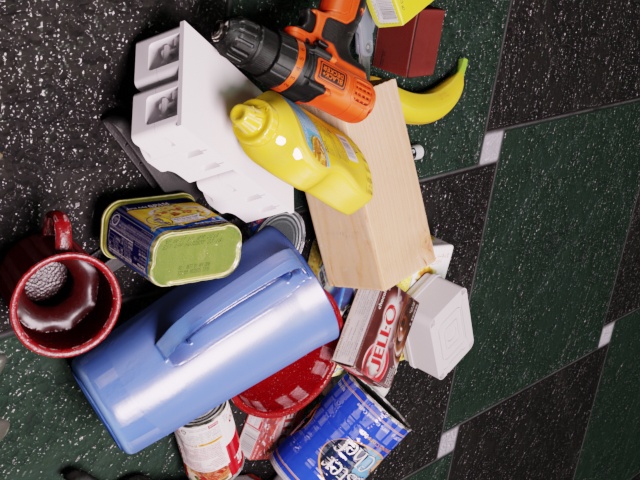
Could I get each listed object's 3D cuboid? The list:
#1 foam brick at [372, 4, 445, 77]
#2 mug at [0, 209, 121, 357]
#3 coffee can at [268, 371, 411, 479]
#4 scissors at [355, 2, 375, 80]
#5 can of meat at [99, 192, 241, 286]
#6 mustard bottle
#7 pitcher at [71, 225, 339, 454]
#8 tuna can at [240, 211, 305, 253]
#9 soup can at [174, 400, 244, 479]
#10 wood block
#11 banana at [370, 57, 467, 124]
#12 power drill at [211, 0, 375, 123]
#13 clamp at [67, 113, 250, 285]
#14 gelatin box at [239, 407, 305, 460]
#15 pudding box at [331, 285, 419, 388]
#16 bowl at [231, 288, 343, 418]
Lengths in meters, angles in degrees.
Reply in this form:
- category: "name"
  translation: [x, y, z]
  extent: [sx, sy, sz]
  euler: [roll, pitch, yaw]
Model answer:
- category: "foam brick"
  translation: [0.099, -0.228, 1.198]
  extent: [0.051, 0.053, 0.078]
  euler: [-16, 123, -45]
- category: "mug"
  translation: [-0.227, 0.031, 0.911]
  extent: [0.093, 0.082, 0.117]
  euler: [-6, 111, -27]
- category: "coffee can"
  translation: [0.023, 0.239, 1.259]
  extent: [0.140, 0.103, 0.102]
  euler: [-47, 143, 2]
- category: "scissors"
  translation: [0.058, -0.227, 1.164]
  extent: [0.096, 0.016, 0.202]
  euler: [-41, 132, -35]
- category: "can of meat"
  translation: [-0.133, -0.001, 0.964]
  extent: [0.101, 0.084, 0.057]
  euler: [-9, 116, -40]
- category: "mustard bottle"
  translation: [-0.023, -0.087, 0.979]
  extent: [0.058, 0.096, 0.191]
  euler: [-34, 154, 18]
- category: "pitcher"
  translation: [-0.112, 0.095, 1.028]
  extent: [0.242, 0.145, 0.149]
  euler: [-32, 121, -16]
- category: "tuna can"
  translation: [-0.058, 0.001, 1.156]
  extent: [0.085, 0.034, 0.086]
  euler: [-28, 131, -39]
- category: "soup can"
  translation: [-0.126, 0.211, 1.167]
  extent: [0.068, 0.069, 0.102]
  euler: [-38, 136, -31]
- category: "wood block"
  translation: [0.043, -0.060, 1.143]
  extent: [0.090, 0.090, 0.206]
  euler: [-28, 111, -40]
- category: "banana"
  translation: [0.113, -0.171, 1.267]
  extent: [0.197, 0.037, 0.069]
  euler: [-20, 101, -46]
- category: "power drill"
  translation: [-0.012, -0.222, 1.008]
  extent: [0.184, 0.057, 0.187]
  euler: [23, 73, -39]
- category: "clamp"
  translation: [-0.143, -0.041, 1.025]
  extent: [0.209, 0.036, 0.165]
  euler: [-6, 116, -45]
- category: "gelatin box"
  translation: [-0.056, 0.219, 1.288]
  extent: [0.073, 0.030, 0.089]
  euler: [12, 101, -53]
- category: "pudding box"
  translation: [0.064, 0.105, 1.233]
  extent: [0.090, 0.039, 0.113]
  euler: [37, 67, -53]
- category: "bowl"
  translation: [-0.053, 0.114, 1.192]
  extent: [0.161, 0.055, 0.162]
  euler: [-12, 111, -33]
